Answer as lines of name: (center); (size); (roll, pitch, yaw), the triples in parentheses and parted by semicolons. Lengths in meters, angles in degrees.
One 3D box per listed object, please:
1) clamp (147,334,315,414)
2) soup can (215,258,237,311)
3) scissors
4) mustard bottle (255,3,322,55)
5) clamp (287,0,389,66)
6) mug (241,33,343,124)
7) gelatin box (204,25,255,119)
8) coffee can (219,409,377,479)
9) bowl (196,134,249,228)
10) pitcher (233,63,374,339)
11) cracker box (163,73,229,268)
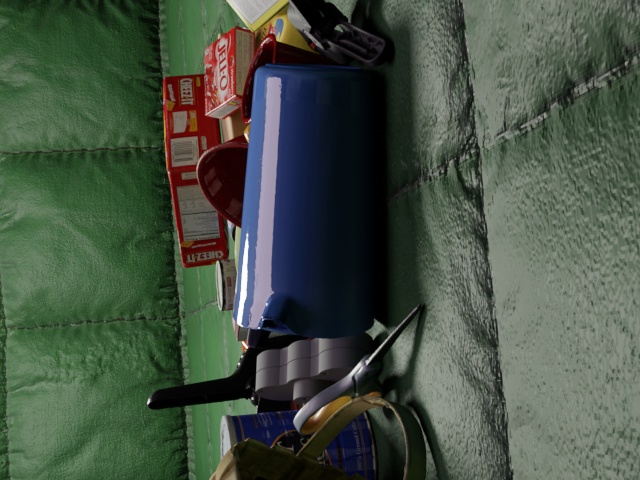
clamp: (-0.065, 0.181, 1.206); (0.165, 0.209, 0.036); (46, 150, 19)
soup can: (-0.080, 0.055, 1.372); (0.068, 0.102, 0.068); (177, 90, -79)
scissors: (0.051, 0.113, 0.941); (0.202, 0.096, 0.016); (-46, 60, 32)
mustard bottle: (-0.036, -0.209, 1.200); (0.192, 0.058, 0.096); (-116, 37, -59)
clamp: (0.013, -0.189, 0.966); (0.120, 0.039, 0.171); (46, -177, 4)
mug: (-0.031, -0.146, 1.080); (0.117, 0.081, 0.093); (135, 145, -55)
gelatin box: (-0.106, -0.195, 1.242); (0.073, 0.030, 0.089); (-21, 67, 53)
coffee can: (-0.024, 0.220, 1.063); (0.103, 0.140, 0.103); (177, 90, -78)
bowl: (-0.053, -0.068, 1.180); (0.162, 0.162, 0.055); (105, -171, -55)
pitcher: (-0.008, -0.040, 0.990); (0.149, 0.144, 0.243); (-154, 65, -63)
cracker box: (-0.165, -0.091, 1.430); (0.214, 0.072, 0.164); (91, 172, -55)
